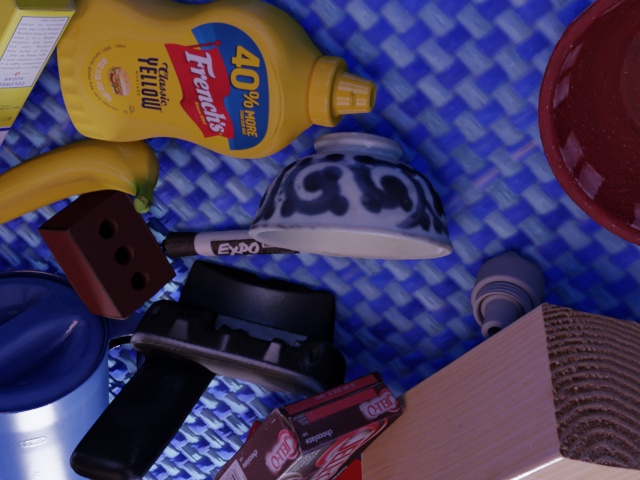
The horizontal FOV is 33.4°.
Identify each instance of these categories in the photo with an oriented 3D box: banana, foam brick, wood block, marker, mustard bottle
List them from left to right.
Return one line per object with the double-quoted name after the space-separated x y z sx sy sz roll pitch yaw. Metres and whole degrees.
-0.173 -0.040 0.719 0.198 0.069 0.037 -7 120 37 "banana"
-0.148 0.009 0.742 0.051 0.053 0.078 4 129 51 "foam brick"
-0.060 -0.098 0.640 0.192 0.058 0.096 9 120 15 "mustard bottle"
-0.055 0.001 0.730 0.121 0.020 0.020 -2 122 23 "marker"
0.114 0.126 0.659 0.090 0.091 0.206 12 148 -24 "wood block"

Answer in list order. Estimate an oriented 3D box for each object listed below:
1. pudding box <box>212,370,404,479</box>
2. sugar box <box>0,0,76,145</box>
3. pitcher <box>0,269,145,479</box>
-0.010 0.137 0.698 0.039 0.089 0.114 59 137 20 "pudding box"
-0.219 -0.119 0.666 0.176 0.048 0.093 -45 65 39 "sugar box"
-0.213 0.147 0.829 0.149 0.144 0.243 20 136 15 "pitcher"
